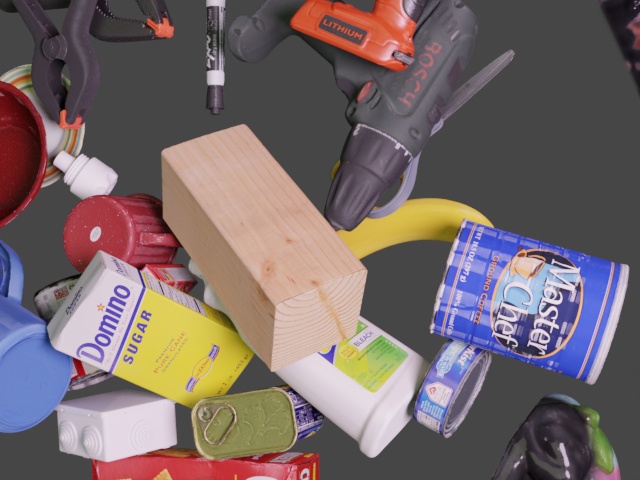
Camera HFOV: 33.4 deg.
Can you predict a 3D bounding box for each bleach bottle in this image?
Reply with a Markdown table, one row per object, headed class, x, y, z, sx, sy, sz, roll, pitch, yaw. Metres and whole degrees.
| class | x | y | z | sx | sy | sz | roll | pitch | yaw |
| --- | --- | --- | --- | --- | --- | --- | --- | --- | --- |
| bleach bottle | -0.023 | 0.085 | 0.974 | 0.251 | 0.102 | 0.068 | 33 | 133 | 19 |

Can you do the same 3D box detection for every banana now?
| class | x | y | z | sx | sy | sz | roll | pitch | yaw |
| --- | --- | --- | --- | --- | --- | --- | --- | --- | --- |
| banana | 0.074 | -0.002 | 0.972 | 0.198 | 0.037 | 0.069 | -4 | 87 | 20 |

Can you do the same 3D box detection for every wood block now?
| class | x | y | z | sx | sy | sz | roll | pitch | yaw |
| --- | --- | --- | --- | --- | --- | --- | --- | --- | --- |
| wood block | -0.056 | 0.001 | 0.945 | 0.206 | 0.090 | 0.091 | 50 | 149 | 34 |

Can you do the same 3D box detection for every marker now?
| class | x | y | z | sx | sy | sz | roll | pitch | yaw |
| --- | --- | --- | --- | --- | --- | --- | --- | --- | --- |
| marker | -0.104 | -0.185 | 1.053 | 0.020 | 0.020 | 0.121 | -1 | 89 | 20 |

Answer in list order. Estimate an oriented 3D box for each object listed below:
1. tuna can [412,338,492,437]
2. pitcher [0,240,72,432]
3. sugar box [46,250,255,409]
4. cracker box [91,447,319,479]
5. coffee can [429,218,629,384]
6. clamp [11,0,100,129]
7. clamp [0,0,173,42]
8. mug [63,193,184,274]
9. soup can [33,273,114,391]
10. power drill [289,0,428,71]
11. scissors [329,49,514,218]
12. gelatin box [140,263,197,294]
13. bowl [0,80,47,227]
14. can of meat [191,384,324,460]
| class | x | y | z | sx | sy | sz | roll | pitch | yaw |
| --- | --- | --- | --- | --- | --- | --- | --- | --- | --- |
| tuna can | 0.114 | 0.126 | 0.928 | 0.034 | 0.086 | 0.086 | 27 | 98 | 21 |
| pitcher | -0.351 | 0.085 | 1.050 | 0.243 | 0.144 | 0.149 | 21 | 122 | 36 |
| sugar box | -0.153 | 0.089 | 0.992 | 0.093 | 0.176 | 0.048 | -55 | 33 | 11 |
| cracker box | -0.111 | 0.284 | 1.017 | 0.214 | 0.072 | 0.164 | -1 | 88 | 20 |
| coffee can | 0.172 | 0.050 | 0.888 | 0.140 | 0.102 | 0.103 | 17 | 95 | 11 |
| clamp | -0.252 | -0.201 | 1.072 | 0.120 | 0.039 | 0.171 | -14 | 92 | 33 |
| clamp | -0.239 | -0.259 | 1.096 | 0.210 | 0.036 | 0.165 | 43 | 109 | 16 |
| mug | -0.188 | -0.002 | 1.047 | 0.117 | 0.081 | 0.093 | 5 | 91 | 21 |
| soup can | -0.240 | 0.092 | 1.072 | 0.069 | 0.068 | 0.102 | -26 | 80 | 18 |
| power drill | 0.045 | -0.249 | 0.884 | 0.185 | 0.057 | 0.188 | 28 | 103 | 19 |
| scissors | 0.099 | -0.089 | 0.961 | 0.202 | 0.016 | 0.096 | -28 | 52 | 18 |
| gelatin box | -0.171 | 0.063 | 1.044 | 0.089 | 0.073 | 0.030 | -47 | 74 | 13 |
| bowl | -0.338 | -0.080 | 1.089 | 0.162 | 0.055 | 0.162 | -3 | 80 | 16 |
| can of meat | -0.056 | 0.165 | 0.992 | 0.102 | 0.083 | 0.057 | -12 | 85 | 20 |
